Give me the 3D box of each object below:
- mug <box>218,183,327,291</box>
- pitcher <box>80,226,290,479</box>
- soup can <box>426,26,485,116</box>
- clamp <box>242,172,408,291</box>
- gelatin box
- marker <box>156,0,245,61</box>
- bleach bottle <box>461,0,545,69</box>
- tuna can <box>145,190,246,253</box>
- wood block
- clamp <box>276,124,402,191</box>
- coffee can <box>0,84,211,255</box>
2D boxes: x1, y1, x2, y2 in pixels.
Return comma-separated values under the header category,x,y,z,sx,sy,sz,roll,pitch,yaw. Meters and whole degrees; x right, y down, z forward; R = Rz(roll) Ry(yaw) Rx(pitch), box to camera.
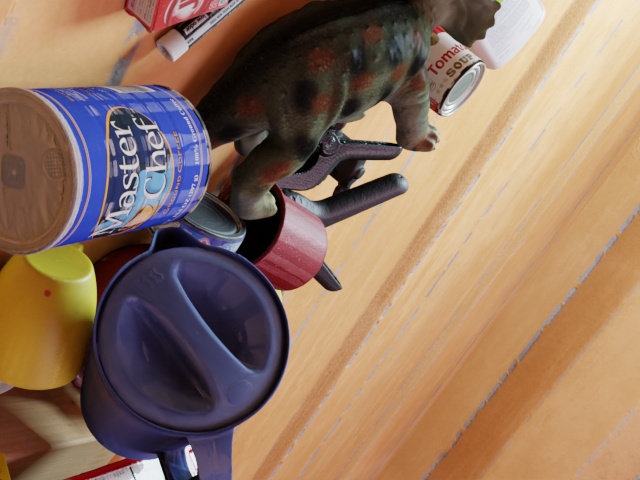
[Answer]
category,x,y,z,sx,sy,sz,roll,pitch,yaw
mug,-0.056,0.001,0.991,0.117,0.093,0.081,-20,150,29
pitcher,-0.116,0.109,0.808,0.149,0.145,0.243,-58,-176,-25
soup can,0.102,-0.177,1.046,0.068,0.102,0.068,-42,161,-18
clamp,-0.016,-0.017,1.084,0.209,0.036,0.165,10,127,-42
gelatin box,-0.085,-0.186,0.703,0.073,0.030,0.089,-32,155,-42
marker,-0.070,-0.175,0.782,0.121,0.020,0.020,-43,162,-16
bleach bottle,0.171,-0.261,1.097,0.102,0.068,0.250,-51,161,3
tuna can,-0.108,-0.014,0.920,0.034,0.086,0.086,-57,160,20
wood block,-0.269,0.179,0.937,0.091,0.090,0.205,-51,163,10
clamp,0.008,-0.093,1.035,0.171,0.039,0.120,-40,117,-15
coffee can,-0.154,-0.051,0.707,0.103,0.103,0.140,-57,161,24
